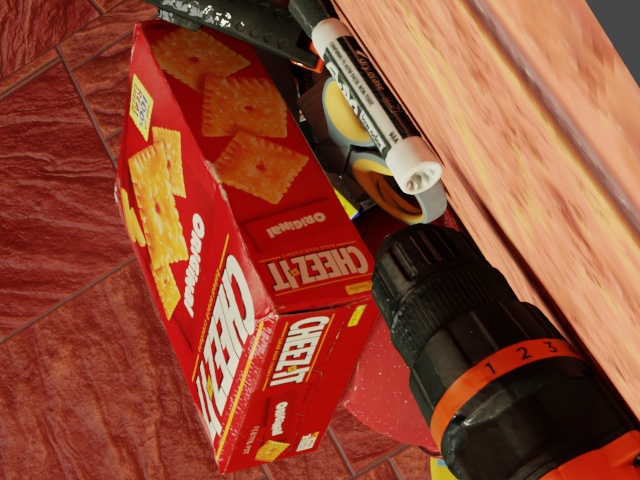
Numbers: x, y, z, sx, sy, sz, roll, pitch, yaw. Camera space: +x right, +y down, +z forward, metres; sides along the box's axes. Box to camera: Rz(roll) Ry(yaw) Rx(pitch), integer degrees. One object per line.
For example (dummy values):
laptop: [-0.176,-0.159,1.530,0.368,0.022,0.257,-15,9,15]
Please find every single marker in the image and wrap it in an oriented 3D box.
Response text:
marker: [0.016,-0.069,0.459,0.121,0.020,0.020,61,-175,32]

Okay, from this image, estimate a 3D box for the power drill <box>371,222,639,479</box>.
power drill: [0.088,0.097,0.365,0.187,0.057,0.184,53,-173,-48]

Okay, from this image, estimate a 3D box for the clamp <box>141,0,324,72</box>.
clamp: [-0.076,-0.136,0.577,0.171,0.039,0.120,22,-165,-13]

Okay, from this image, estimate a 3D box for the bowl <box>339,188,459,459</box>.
bowl: [0.035,0.047,0.614,0.162,0.055,0.162,177,90,-76]

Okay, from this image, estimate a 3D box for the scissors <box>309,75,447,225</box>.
scissors: [0.003,-0.062,0.588,0.202,0.016,0.096,33,151,56]

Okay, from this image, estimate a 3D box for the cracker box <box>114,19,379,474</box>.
cracker box: [-0.054,0.001,0.616,0.214,0.072,0.164,63,151,32]
